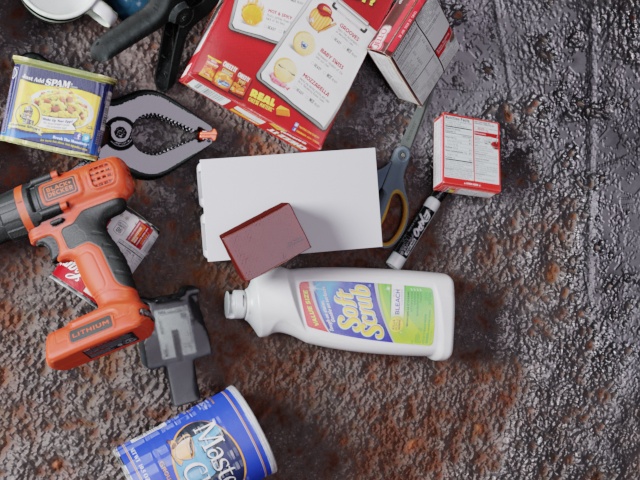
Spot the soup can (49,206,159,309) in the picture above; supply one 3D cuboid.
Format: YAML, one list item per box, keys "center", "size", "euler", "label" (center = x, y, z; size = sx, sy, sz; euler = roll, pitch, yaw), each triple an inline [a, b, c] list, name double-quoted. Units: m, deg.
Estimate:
- center: [-0.220, 0.015, 1.094]
  size: [0.068, 0.069, 0.102]
  euler: [36, 81, -15]
  label: "soup can"

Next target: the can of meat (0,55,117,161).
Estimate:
- center: [-0.259, -0.129, 1.054]
  size: [0.102, 0.057, 0.084]
  euler: [12, 91, -9]
  label: "can of meat"

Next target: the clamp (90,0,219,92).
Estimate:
- center: [-0.155, -0.230, 1.067]
  size: [0.039, 0.120, 0.172]
  euler: [39, 109, 23]
  label: "clamp"

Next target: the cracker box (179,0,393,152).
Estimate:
- center: [-0.032, -0.225, 1.146]
  size: [0.164, 0.072, 0.213]
  euler: [28, 82, -17]
  label: "cracker box"

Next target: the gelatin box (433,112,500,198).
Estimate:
- center: [0.167, -0.097, 1.221]
  size: [0.073, 0.030, 0.089]
  euler: [7, 71, -17]
  label: "gelatin box"

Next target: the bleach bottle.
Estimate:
- center: [0.020, 0.081, 1.174]
  size: [0.250, 0.068, 0.102]
  euler: [2, 90, -15]
  label: "bleach bottle"

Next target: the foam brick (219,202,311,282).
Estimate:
- center: [-0.057, 0.001, 1.084]
  size: [0.078, 0.051, 0.053]
  euler: [-28, 97, -9]
  label: "foam brick"

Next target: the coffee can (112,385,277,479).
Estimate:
- center: [-0.130, 0.228, 1.108]
  size: [0.140, 0.103, 0.103]
  euler: [-27, 99, -15]
  label: "coffee can"

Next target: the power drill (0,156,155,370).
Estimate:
- center: [-0.250, 0.025, 1.028]
  size: [0.184, 0.057, 0.188]
  euler: [-21, 74, 0]
  label: "power drill"

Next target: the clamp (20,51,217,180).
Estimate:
- center: [-0.215, -0.120, 1.110]
  size: [0.209, 0.036, 0.164]
  euler: [-8, 94, -13]
  label: "clamp"

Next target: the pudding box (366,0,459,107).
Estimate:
- center: [0.104, -0.213, 1.173]
  size: [0.090, 0.039, 0.113]
  euler: [-57, 146, -8]
  label: "pudding box"

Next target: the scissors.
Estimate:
- center: [0.072, -0.093, 1.210]
  size: [0.096, 0.016, 0.202]
  euler: [10, 88, -17]
  label: "scissors"

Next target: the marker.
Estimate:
- center: [0.114, -0.020, 1.222]
  size: [0.020, 0.020, 0.121]
  euler: [35, 81, -15]
  label: "marker"
